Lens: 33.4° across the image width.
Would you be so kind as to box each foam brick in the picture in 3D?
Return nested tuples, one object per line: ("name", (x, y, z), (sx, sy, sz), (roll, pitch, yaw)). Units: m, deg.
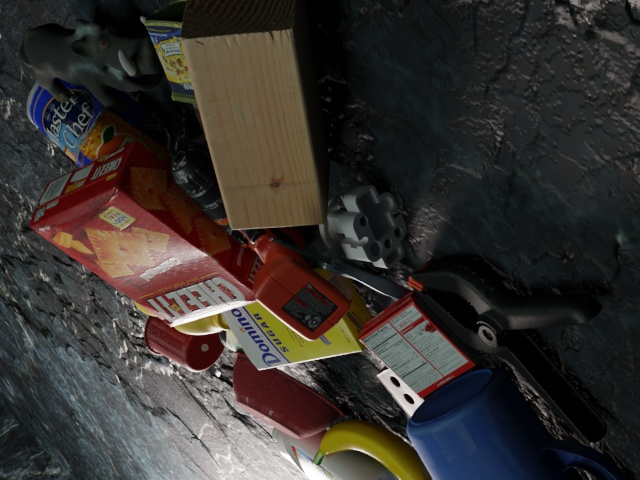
("foam brick", (0.105, 0.143, 1.066), (0.078, 0.051, 0.053), (51, 154, 2))

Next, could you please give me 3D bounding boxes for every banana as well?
("banana", (0.065, 0.253, 1.275), (0.198, 0.037, 0.069), (5, 100, 49))

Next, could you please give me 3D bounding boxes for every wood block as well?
("wood block", (-0.049, -0.114, 0.904), (0.091, 0.090, 0.206), (-3, 135, 6))

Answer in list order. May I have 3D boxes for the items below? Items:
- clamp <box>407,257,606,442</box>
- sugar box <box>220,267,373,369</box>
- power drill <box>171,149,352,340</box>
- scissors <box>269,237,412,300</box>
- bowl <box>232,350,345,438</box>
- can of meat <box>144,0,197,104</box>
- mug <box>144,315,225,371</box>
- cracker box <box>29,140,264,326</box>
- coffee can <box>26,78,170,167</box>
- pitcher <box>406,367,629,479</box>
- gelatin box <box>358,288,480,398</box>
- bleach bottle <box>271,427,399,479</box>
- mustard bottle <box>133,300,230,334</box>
("clamp", (0.160, 0.079, 0.908), (0.210, 0.036, 0.164), (26, 144, 46))
("sugar box", (-0.027, 0.086, 1.165), (0.177, 0.048, 0.093), (-19, 107, 44))
("power drill", (-0.057, 0.001, 1.032), (0.184, 0.057, 0.188), (38, -169, -39))
("scissors", (0.027, 0.028, 0.972), (0.096, 0.016, 0.201), (24, 180, 18))
("bowl", (-0.052, 0.201, 1.331), (0.162, 0.055, 0.162), (29, 166, 8))
("can of meat", (-0.113, -0.178, 1.003), (0.102, 0.057, 0.084), (17, 136, 50))
("mug", (-0.183, 0.121, 1.491), (0.082, 0.093, 0.117), (24, 107, 37))
("cracker box", (-0.178, 0.001, 1.143), (0.164, 0.072, 0.213), (-18, 133, 41))
("coffee can", (-0.259, -0.134, 1.248), (0.140, 0.102, 0.103), (42, 153, 20))
("pitcher", (0.193, 0.238, 0.978), (0.243, 0.149, 0.145), (57, 169, -4))
("gelatin box", (0.093, 0.096, 0.998), (0.089, 0.030, 0.073), (45, 124, -10))
("bleach bottle", (0.018, 0.298, 1.405), (0.251, 0.068, 0.102), (17, 138, 53))
("mustard bottle", (-0.157, 0.073, 1.357), (0.192, 0.096, 0.058), (19, 140, 48))
